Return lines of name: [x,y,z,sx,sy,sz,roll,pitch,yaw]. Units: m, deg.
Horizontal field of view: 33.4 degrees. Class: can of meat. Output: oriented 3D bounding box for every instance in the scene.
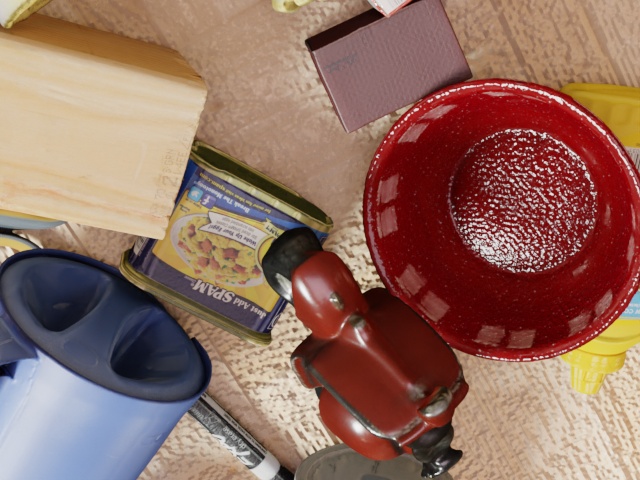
can of meat: [-0.054,0.001,0.632,0.102,0.057,0.084,28,102,-14]

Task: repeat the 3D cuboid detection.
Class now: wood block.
wood block: [-0.175,-0.074,0.554,0.205,0.091,0.090,12,108,-23]

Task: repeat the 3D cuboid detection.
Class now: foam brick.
foam brick: [0.037,-0.104,0.605,0.078,0.051,0.053,-23,108,4]

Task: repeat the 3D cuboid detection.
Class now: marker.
marker: [-0.053,0.131,0.696,0.020,0.020,0.121,-41,107,9]

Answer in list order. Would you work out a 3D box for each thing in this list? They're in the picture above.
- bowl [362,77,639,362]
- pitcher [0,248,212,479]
bowl: [0.108,-0.015,0.605,0.162,0.055,0.162,8,109,23]
pitcher: [-0.184,0.135,0.623,0.149,0.145,0.243,27,109,-21]
